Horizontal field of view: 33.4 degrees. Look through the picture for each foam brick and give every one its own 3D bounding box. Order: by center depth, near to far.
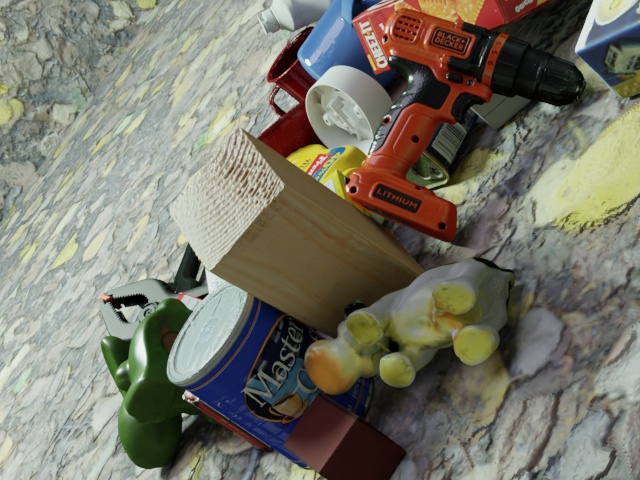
[{"bbox_3d":[0.018,0.159,0.817,0.051,0.053,0.078,-55,21,-8],"label":"foam brick"}]

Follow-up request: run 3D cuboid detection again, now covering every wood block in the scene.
[{"bbox_3d":[-0.010,0.007,0.871,0.090,0.205,0.091,-48,45,9],"label":"wood block"}]

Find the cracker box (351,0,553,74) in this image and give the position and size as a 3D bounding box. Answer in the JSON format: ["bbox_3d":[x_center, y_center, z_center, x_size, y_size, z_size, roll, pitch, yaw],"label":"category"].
[{"bbox_3d":[0.155,-0.246,1.055,0.164,0.072,0.214,-32,12,-28],"label":"cracker box"}]

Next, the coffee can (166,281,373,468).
[{"bbox_3d":[-0.041,0.110,0.887,0.103,0.140,0.103,-42,24,23],"label":"coffee can"}]

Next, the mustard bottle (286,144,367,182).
[{"bbox_3d":[0.008,-0.059,1.156,0.096,0.058,0.192,-52,22,-12],"label":"mustard bottle"}]

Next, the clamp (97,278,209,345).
[{"bbox_3d":[-0.194,0.103,1.256,0.210,0.036,0.164,7,60,38],"label":"clamp"}]

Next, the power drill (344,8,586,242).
[{"bbox_3d":[0.116,-0.097,0.930,0.187,0.185,0.057,-67,-20,-5],"label":"power drill"}]

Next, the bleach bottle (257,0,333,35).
[{"bbox_3d":[0.036,-0.335,1.387,0.251,0.068,0.102,-27,20,-1],"label":"bleach bottle"}]

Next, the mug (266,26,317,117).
[{"bbox_3d":[-0.017,-0.209,1.399,0.117,0.081,0.093,-52,22,0],"label":"mug"}]

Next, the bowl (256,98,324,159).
[{"bbox_3d":[-0.043,-0.114,1.299,0.162,0.055,0.162,-39,2,1],"label":"bowl"}]

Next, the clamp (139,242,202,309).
[{"bbox_3d":[-0.191,0.077,1.359,0.120,0.039,0.171,-47,23,18],"label":"clamp"}]

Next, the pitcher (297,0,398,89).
[{"bbox_3d":[0.080,-0.278,1.242,0.243,0.149,0.145,-50,22,14],"label":"pitcher"}]

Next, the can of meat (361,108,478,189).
[{"bbox_3d":[0.099,-0.097,1.037,0.084,0.057,0.102,-59,20,-23],"label":"can of meat"}]
